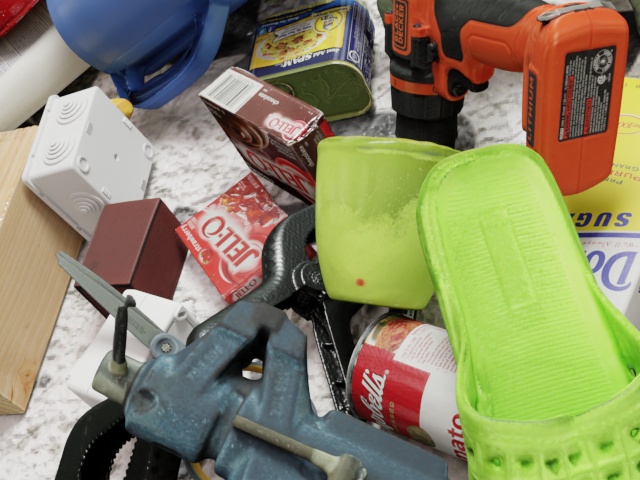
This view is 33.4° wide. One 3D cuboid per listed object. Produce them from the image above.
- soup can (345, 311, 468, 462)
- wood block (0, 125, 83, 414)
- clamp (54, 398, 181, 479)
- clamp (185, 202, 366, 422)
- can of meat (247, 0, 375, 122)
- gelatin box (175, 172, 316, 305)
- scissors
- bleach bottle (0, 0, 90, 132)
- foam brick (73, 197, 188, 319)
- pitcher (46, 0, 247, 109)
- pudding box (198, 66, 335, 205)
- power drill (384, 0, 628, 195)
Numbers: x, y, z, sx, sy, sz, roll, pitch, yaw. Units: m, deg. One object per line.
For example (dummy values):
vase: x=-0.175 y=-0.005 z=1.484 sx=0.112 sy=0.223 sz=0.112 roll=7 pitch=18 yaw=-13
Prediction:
soup can: x=0.075 y=0.087 z=0.615 sx=0.102 sy=0.068 sz=0.068 roll=17 pitch=65 yaw=36
wood block: x=-0.258 y=0.023 z=0.827 sx=0.090 sy=0.090 sz=0.206 roll=-7 pitch=53 yaw=25
clamp: x=-0.138 y=0.177 z=0.644 sx=0.210 sy=0.036 sz=0.165 roll=-52 pitch=49 yaw=15
clamp: x=-0.017 y=0.034 z=0.692 sx=0.039 sy=0.120 sz=0.171 roll=-50 pitch=23 yaw=46
can of meat: x=-0.008 y=-0.140 z=0.843 sx=0.102 sy=0.057 sz=0.084 roll=-10 pitch=49 yaw=21
gelatin box: x=-0.055 y=0.001 z=0.776 sx=0.073 sy=0.030 sz=0.089 roll=-38 pitch=47 yaw=-2
scissors: x=-0.100 y=0.089 z=0.673 sx=0.202 sy=0.016 sz=0.096 roll=25 pitch=71 yaw=4
bleach bottle: x=-0.295 y=-0.145 z=0.998 sx=0.251 sy=0.068 sz=0.103 roll=-43 pitch=39 yaw=-3
foam brick: x=-0.139 y=0.015 z=0.796 sx=0.053 sy=0.051 sz=0.078 roll=-4 pitch=54 yaw=27
pitcher: x=-0.109 y=-0.218 z=0.854 sx=0.243 sy=0.149 sz=0.144 roll=-17 pitch=29 yaw=50
pudding box: x=-0.027 y=-0.071 z=0.776 sx=0.039 sy=0.090 sz=0.114 roll=-44 pitch=47 yaw=-11
power drill: x=0.102 y=-0.095 z=0.659 sx=0.057 sy=0.184 sz=0.188 roll=-16 pitch=31 yaw=-23
